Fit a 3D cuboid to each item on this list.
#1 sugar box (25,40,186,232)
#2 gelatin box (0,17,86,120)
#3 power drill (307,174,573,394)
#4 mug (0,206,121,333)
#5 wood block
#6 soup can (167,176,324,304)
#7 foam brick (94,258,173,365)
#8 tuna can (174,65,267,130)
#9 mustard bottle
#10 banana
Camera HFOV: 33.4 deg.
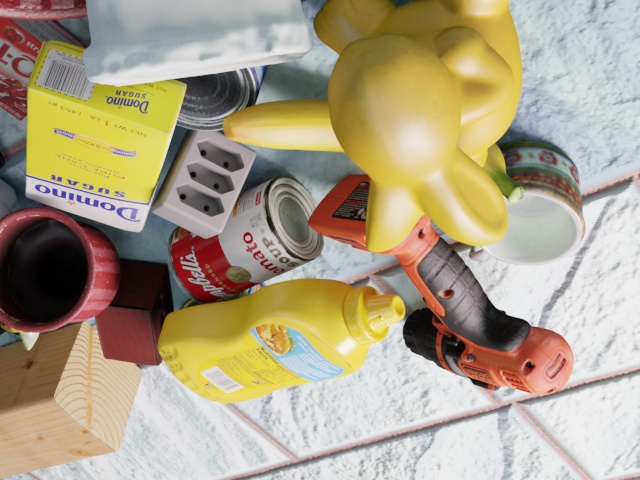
[{"bbox_3d":[-0.153,-0.064,0.733,0.093,0.048,0.176,18,154,-8],"label":"sugar box"},{"bbox_3d":[-0.216,-0.131,0.721,0.089,0.030,0.073,37,132,-26],"label":"gelatin box"},{"bbox_3d":[0.077,0.033,0.781,0.187,0.057,0.185,46,162,-23],"label":"power drill"},{"bbox_3d":[-0.213,0.030,0.823,0.117,0.081,0.093,-35,83,5],"label":"mug"},{"bbox_3d":[-0.283,0.158,1.008,0.206,0.090,0.090,-18,130,29],"label":"wood block"},{"bbox_3d":[-0.055,0.001,0.801,0.102,0.068,0.068,-24,127,32],"label":"soup can"},{"bbox_3d":[-0.157,0.061,0.901,0.051,0.053,0.078,7,138,5],"label":"foam brick"},{"bbox_3d":[-0.080,-0.114,0.706,0.086,0.033,0.086,7,138,6],"label":"tuna can"},{"bbox_3d":[-0.022,0.070,0.785,0.192,0.058,0.096,-18,133,34],"label":"mustard bottle"},{"bbox_3d":[0.037,-0.068,0.705,0.198,0.069,0.037,11,110,1],"label":"banana"}]
